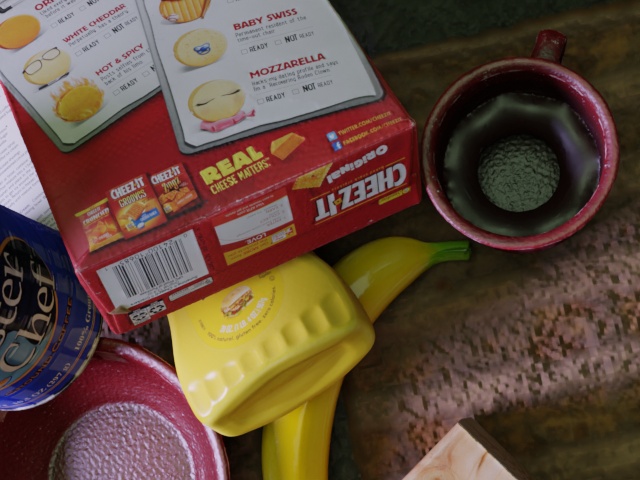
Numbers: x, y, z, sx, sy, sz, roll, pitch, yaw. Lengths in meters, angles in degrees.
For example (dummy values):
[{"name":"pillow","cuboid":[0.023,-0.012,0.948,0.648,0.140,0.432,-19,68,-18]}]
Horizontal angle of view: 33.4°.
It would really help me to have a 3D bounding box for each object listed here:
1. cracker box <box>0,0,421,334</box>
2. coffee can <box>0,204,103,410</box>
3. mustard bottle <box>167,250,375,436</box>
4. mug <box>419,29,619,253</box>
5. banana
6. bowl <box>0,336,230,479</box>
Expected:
[{"name":"cracker box","cuboid":[-0.070,-0.078,0.539,0.164,0.072,0.214,-25,56,-8]},{"name":"coffee can","cuboid":[-0.181,0.025,0.510,0.103,0.140,0.103,-4,75,16]},{"name":"mustard bottle","cuboid":[-0.054,0.000,0.566,0.096,0.058,0.192,-35,57,7]},{"name":"mug","cuboid":[0.104,-0.049,0.542,0.093,0.081,0.117,12,86,13]},{"name":"banana","cuboid":[0.008,0.074,0.570,0.070,0.037,0.198,26,89,16]},{"name":"bowl","cuboid":[-0.119,0.133,0.581,0.162,0.055,0.162,-2,83,12]}]
